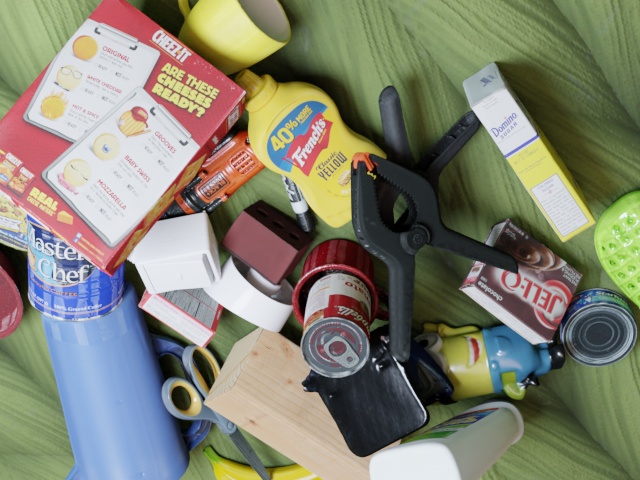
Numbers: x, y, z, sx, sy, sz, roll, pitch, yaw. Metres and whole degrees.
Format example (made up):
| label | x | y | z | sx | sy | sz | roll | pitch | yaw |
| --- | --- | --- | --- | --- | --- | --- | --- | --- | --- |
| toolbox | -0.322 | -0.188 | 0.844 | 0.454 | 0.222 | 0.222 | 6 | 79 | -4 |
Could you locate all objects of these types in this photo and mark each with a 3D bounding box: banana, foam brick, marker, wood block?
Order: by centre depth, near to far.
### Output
| label | x | y | z | sx | sy | sz | roll | pitch | yaw |
| --- | --- | --- | --- | --- | --- | --- | --- | --- | --- |
| marker | -0.030 | -0.061 | 1.161 | 0.020 | 0.020 | 0.121 | -14 | 114 | 10 |
| foam brick | -0.058 | 0.001 | 1.163 | 0.078 | 0.053 | 0.051 | 36 | 115 | 7 |
| wood block | -0.015 | 0.197 | 1.226 | 0.206 | 0.090 | 0.091 | 35 | 149 | -12 |
| banana | -0.046 | 0.286 | 1.316 | 0.198 | 0.037 | 0.069 | -3 | 117 | 6 |

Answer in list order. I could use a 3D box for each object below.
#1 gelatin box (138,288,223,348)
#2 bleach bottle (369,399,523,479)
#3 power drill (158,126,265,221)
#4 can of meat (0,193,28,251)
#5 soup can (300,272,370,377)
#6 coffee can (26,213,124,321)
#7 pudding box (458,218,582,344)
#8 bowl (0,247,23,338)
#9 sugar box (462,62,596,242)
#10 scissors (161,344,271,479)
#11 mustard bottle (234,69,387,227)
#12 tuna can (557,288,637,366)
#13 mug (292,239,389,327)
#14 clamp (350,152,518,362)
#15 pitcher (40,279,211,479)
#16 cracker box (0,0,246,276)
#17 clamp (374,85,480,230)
| label | x | y | z | sx | sy | sz | roll | pitch | yaw |
| --- | --- | --- | --- | --- | --- | --- | --- | --- | --- |
| gelatin box | -0.155 | 0.072 | 1.202 | 0.089 | 0.073 | 0.030 | 34 | 114 | -12 |
| bleach bottle | 0.154 | 0.223 | 1.167 | 0.103 | 0.250 | 0.068 | -18 | 88 | 30 |
| power drill | -0.172 | -0.101 | 1.134 | 0.185 | 0.057 | 0.187 | -36 | 110 | 19 |
| can of meat | -0.339 | -0.045 | 1.171 | 0.102 | 0.057 | 0.084 | 24 | 116 | -8 |
| soup can | 0.017 | 0.084 | 1.088 | 0.068 | 0.102 | 0.068 | 2 | 115 | 3 |
| coffee can | -0.256 | -0.001 | 1.117 | 0.103 | 0.102 | 0.140 | 9 | 123 | 0 |
| pudding box | 0.218 | 0.046 | 1.157 | 0.113 | 0.039 | 0.090 | 35 | 68 | -10 |
| bowl | -0.401 | 0.039 | 1.201 | 0.162 | 0.055 | 0.162 | 9 | 132 | 9 |
| sugar box | 0.213 | -0.092 | 1.088 | 0.048 | 0.093 | 0.176 | -31 | 110 | 14 |
| scissors | -0.124 | 0.219 | 1.248 | 0.016 | 0.096 | 0.202 | -10 | 106 | 43 |
| mustard bottle | -0.017 | -0.106 | 1.096 | 0.096 | 0.058 | 0.191 | -45 | 117 | 5 |
| tuna can | 0.312 | 0.099 | 1.203 | 0.086 | 0.033 | 0.086 | 2 | 115 | 3 |
| mug | 0.030 | 0.054 | 1.176 | 0.117 | 0.081 | 0.093 | 20 | 115 | -5 |
| clamp | 0.101 | -0.004 | 1.075 | 0.164 | 0.036 | 0.210 | -30 | 103 | -16 |
| pitcher | -0.230 | 0.166 | 1.233 | 0.145 | 0.149 | 0.243 | -2 | 113 | 21 |
| cracker box | -0.198 | -0.099 | 1.013 | 0.164 | 0.072 | 0.213 | 37 | 80 | 2 |
| clamp | 0.086 | -0.074 | 1.097 | 0.120 | 0.039 | 0.171 | 22 | 93 | -23 |
